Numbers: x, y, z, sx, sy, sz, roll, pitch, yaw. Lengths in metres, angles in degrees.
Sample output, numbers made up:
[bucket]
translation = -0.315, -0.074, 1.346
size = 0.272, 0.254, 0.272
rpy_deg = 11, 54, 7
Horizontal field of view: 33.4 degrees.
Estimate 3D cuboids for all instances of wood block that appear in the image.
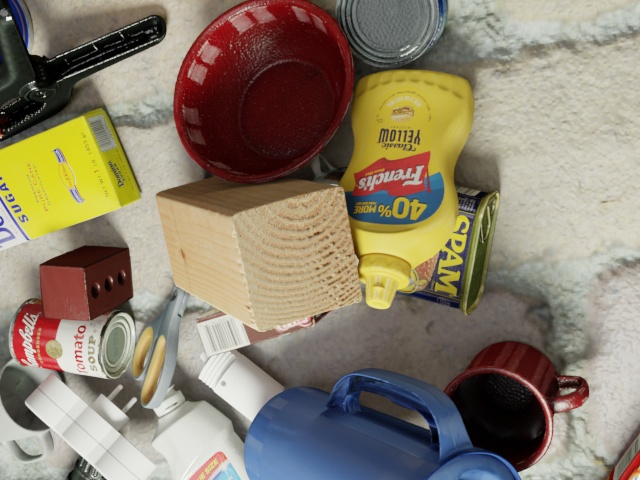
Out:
[wood block]
translation = -0.056, 0.001, 0.858
size = 0.206, 0.090, 0.091
rpy_deg = 17, 120, 65

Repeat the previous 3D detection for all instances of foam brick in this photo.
[foam brick]
translation = -0.220, 0.039, 1.006
size = 0.051, 0.078, 0.053
rpy_deg = 4, 106, 22

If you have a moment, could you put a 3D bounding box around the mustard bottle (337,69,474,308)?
[mustard bottle]
translation = 0.060, -0.039, 0.827
size = 0.096, 0.058, 0.191
rpy_deg = 4, 67, 17

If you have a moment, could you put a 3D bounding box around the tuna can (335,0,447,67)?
[tuna can]
translation = 0.058, -0.183, 0.858
size = 0.086, 0.033, 0.086
rpy_deg = 6, 107, 20

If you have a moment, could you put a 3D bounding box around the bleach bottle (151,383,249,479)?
[bleach bottle]
translation = -0.093, 0.255, 1.021
size = 0.102, 0.068, 0.251
rpy_deg = -32, 90, 7

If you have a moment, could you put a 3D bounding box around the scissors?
[scissors]
translation = -0.141, 0.057, 1.007
size = 0.096, 0.016, 0.202
rpy_deg = 5, 80, 61

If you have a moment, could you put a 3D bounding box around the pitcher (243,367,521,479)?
[pitcher]
translation = 0.040, 0.190, 0.869
size = 0.144, 0.149, 0.243
rpy_deg = 41, 165, -33

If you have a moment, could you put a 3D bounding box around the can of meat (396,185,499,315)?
[can of meat]
translation = 0.095, 0.001, 0.883
size = 0.084, 0.057, 0.102
rpy_deg = 14, 109, 20

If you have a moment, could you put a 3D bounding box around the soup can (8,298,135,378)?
[soup can]
translation = -0.240, 0.095, 1.036
size = 0.102, 0.068, 0.068
rpy_deg = 6, 107, 19

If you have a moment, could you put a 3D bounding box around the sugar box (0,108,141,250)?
[sugar box]
translation = -0.265, -0.053, 1.016
size = 0.176, 0.048, 0.093
rpy_deg = -18, 97, 24

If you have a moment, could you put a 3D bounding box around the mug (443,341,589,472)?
[mug]
translation = 0.163, 0.130, 0.878
size = 0.117, 0.081, 0.093
rpy_deg = -16, 98, 25

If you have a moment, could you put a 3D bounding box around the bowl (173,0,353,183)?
[bowl]
translation = -0.039, -0.118, 0.883
size = 0.162, 0.055, 0.162
rpy_deg = -6, 74, 21

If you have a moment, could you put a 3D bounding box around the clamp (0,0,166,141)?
[clamp]
translation = -0.243, -0.148, 0.955
size = 0.210, 0.164, 0.036
rpy_deg = -37, 65, 47

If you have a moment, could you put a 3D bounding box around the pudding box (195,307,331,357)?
[pudding box]
translation = -0.041, 0.059, 0.934
size = 0.114, 0.089, 0.039
rpy_deg = -16, 97, 25
